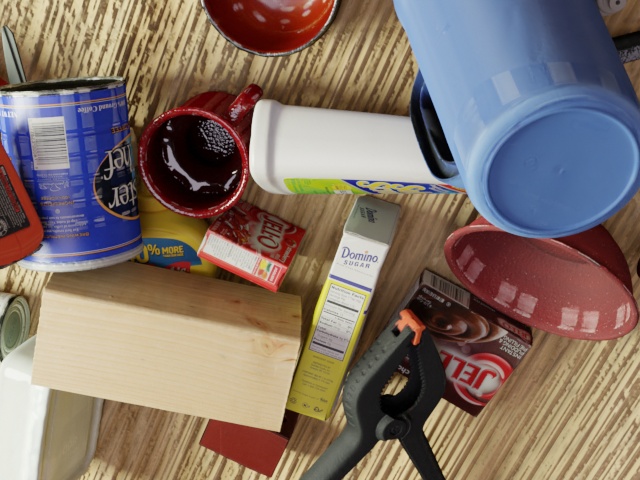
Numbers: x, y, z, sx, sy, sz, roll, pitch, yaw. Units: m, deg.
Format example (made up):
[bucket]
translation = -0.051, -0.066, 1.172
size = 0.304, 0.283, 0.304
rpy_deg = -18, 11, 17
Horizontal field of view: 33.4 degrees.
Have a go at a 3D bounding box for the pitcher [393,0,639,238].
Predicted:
[pitcher]
translation = 0.122, -0.107, 0.695
size = 0.145, 0.243, 0.149
rpy_deg = -16, 130, 9

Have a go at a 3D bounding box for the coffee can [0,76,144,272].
[coffee can]
translation = -0.199, -0.056, 0.854
size = 0.103, 0.102, 0.140
rpy_deg = -1, 105, 12

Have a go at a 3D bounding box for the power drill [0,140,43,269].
[power drill]
translation = -0.309, -0.027, 0.836
size = 0.188, 0.057, 0.184
rpy_deg = -18, 101, 43

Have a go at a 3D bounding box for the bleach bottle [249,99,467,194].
[bleach bottle]
translation = 0.077, -0.066, 0.844
size = 0.251, 0.102, 0.068
rpy_deg = 4, 83, 9

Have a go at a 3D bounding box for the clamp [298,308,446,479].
[clamp]
translation = 0.047, 0.156, 0.908
size = 0.164, 0.036, 0.210
rpy_deg = -9, 122, -23

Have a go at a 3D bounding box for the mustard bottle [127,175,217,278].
[mustard bottle]
translation = -0.137, 0.026, 0.949
size = 0.096, 0.058, 0.192
rpy_deg = 0, 111, 10

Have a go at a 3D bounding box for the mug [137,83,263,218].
[mug]
translation = -0.087, -0.084, 0.880
size = 0.093, 0.081, 0.117
rpy_deg = 38, 114, -5

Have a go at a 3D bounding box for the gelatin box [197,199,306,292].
[gelatin box]
translation = -0.056, 0.001, 0.904
size = 0.073, 0.089, 0.030
rpy_deg = 26, 113, 0

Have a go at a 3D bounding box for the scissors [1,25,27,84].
[scissors]
translation = -0.227, -0.077, 0.910
size = 0.096, 0.016, 0.202
rpy_deg = 10, 113, 6

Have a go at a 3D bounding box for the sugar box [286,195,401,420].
[sugar box]
translation = 0.019, 0.056, 0.910
size = 0.048, 0.093, 0.176
rpy_deg = 17, 114, 3

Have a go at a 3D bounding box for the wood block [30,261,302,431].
[wood block]
translation = -0.125, 0.081, 0.890
size = 0.206, 0.090, 0.091
rpy_deg = 11, 111, -4

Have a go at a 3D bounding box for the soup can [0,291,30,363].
[soup can]
translation = -0.335, 0.077, 1.006
size = 0.102, 0.068, 0.068
rpy_deg = 8, 113, 8

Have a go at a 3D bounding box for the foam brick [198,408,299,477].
[foam brick]
translation = -0.065, 0.174, 0.998
size = 0.078, 0.053, 0.051
rpy_deg = 25, 115, 0

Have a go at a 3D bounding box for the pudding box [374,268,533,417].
[pudding box]
translation = 0.115, 0.090, 0.932
size = 0.113, 0.039, 0.090
rpy_deg = 31, 116, -1

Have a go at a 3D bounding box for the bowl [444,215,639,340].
[bowl]
translation = 0.183, 0.015, 0.854
size = 0.162, 0.055, 0.162
rpy_deg = 24, 157, 11
